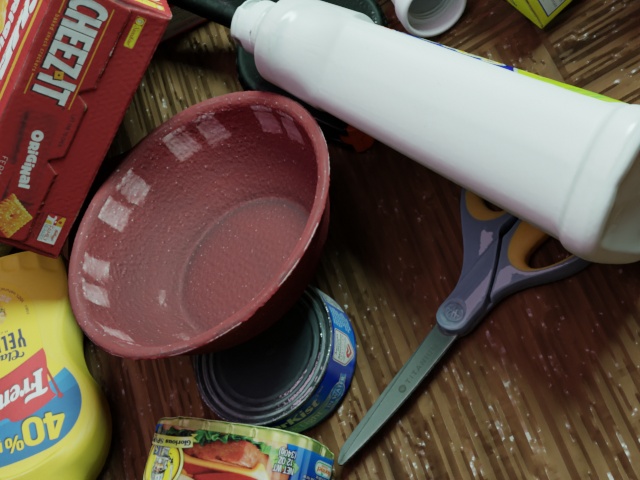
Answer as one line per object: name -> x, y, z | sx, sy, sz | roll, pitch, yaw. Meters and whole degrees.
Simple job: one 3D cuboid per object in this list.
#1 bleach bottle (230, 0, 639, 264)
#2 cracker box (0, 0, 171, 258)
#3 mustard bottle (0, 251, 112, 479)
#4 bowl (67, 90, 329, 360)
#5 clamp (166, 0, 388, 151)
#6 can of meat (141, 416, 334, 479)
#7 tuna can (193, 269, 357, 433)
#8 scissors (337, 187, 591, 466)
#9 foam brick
bleach bottle -> 0.049, -0.070, 0.520 | 0.251, 0.102, 0.068 | 29, 103, 32
cracker box -> -0.168, -0.119, 0.650 | 0.164, 0.072, 0.214 | -60, 30, 24
mustard bottle -> -0.175, 0.102, 0.633 | 0.096, 0.058, 0.192 | -21, 59, -1
bowl -> -0.054, 0.001, 0.565 | 0.162, 0.055, 0.162 | -18, 51, 24
clamp -> -0.011, -0.147, 0.650 | 0.164, 0.036, 0.210 | -35, 63, 0
can of meat -> -0.048, 0.139, 0.544 | 0.102, 0.057, 0.084 | 2, 68, 32
tuna can -> -0.024, 0.062, 0.576 | 0.086, 0.033, 0.086 | -13, 63, 26
scissors -> 0.067, 0.020, 0.551 | 0.202, 0.016, 0.096 | -39, 53, 10
foam brick -> -0.117, -0.006, 0.651 | 0.051, 0.053, 0.078 | -18, 61, 24
